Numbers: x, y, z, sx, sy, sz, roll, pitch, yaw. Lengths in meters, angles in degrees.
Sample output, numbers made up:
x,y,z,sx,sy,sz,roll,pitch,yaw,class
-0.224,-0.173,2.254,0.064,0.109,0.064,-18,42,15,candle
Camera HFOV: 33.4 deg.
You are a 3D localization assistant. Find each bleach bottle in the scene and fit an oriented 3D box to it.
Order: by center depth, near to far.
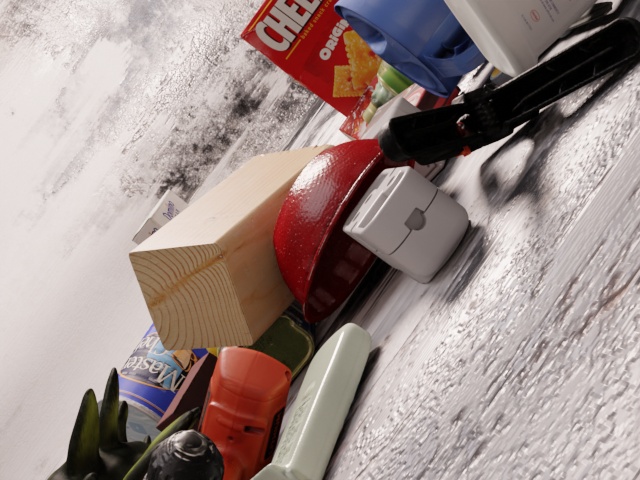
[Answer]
x,y,z,sx,sy,sz,roll,pitch,yaw,class
0.197,-0.229,0.719,0.251,0.102,0.068,-40,25,2,bleach bottle

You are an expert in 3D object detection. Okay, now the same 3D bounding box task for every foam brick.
x,y,z,sx,sy,sz,roll,pitch,yaw,class
-0.112,0.158,1.029,0.051,0.053,0.078,-44,14,52,foam brick

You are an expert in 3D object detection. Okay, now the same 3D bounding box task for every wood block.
x,y,z,sx,sy,sz,roll,pitch,yaw,class
-0.056,0.001,0.897,0.091,0.090,0.205,-6,22,31,wood block

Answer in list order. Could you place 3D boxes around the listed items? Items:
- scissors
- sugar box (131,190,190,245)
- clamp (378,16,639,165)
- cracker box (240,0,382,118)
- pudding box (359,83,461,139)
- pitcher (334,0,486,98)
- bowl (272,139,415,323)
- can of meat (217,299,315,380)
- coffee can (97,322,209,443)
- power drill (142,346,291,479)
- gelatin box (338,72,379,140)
x,y,z,sx,sy,sz,roll,pitch,yaw,class
0.170,-0.149,0.814,0.096,0.016,0.201,-54,8,15,scissors
-0.131,0.022,1.259,0.048,0.176,0.093,-51,9,23,sugar box
0.114,-0.084,0.687,0.164,0.036,0.210,-23,-2,3,clamp
0.037,-0.244,1.271,0.164,0.213,0.072,-53,7,9,cracker box
0.080,-0.111,1.061,0.114,0.039,0.090,-32,22,57,pudding box
0.140,-0.255,0.956,0.243,0.149,0.145,-52,-9,2,pitcher
0.011,-0.019,0.827,0.162,0.055,0.162,-52,-18,-25,bowl
-0.047,0.093,0.907,0.102,0.057,0.084,-52,10,13,can of meat
-0.169,0.154,1.190,0.140,0.102,0.103,-59,9,-34,coffee can
-0.072,0.147,0.659,0.187,0.057,0.185,-61,-10,-58,power drill
0.071,-0.145,1.208,0.089,0.030,0.073,-55,38,0,gelatin box
